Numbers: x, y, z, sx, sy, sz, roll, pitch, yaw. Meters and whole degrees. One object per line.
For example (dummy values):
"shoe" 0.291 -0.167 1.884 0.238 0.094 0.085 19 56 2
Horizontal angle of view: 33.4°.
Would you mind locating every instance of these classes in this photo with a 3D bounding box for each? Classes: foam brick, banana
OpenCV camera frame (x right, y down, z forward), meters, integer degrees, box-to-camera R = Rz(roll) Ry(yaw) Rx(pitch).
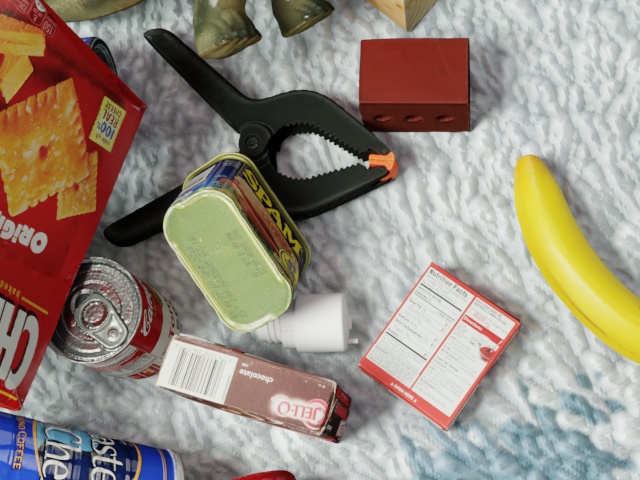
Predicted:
"foam brick" 0.066 -0.108 0.749 0.078 0.053 0.051 1 77 9
"banana" 0.190 0.026 0.711 0.198 0.037 0.069 42 68 14

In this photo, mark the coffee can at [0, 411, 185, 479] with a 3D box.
"coffee can" -0.168 0.165 0.661 0.140 0.103 0.103 18 78 -21

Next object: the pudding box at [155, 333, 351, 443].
"pudding box" -0.040 0.099 0.696 0.113 0.090 0.039 17 78 12

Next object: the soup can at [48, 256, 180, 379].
"soup can" -0.138 0.055 0.713 0.068 0.102 0.068 -2 76 7

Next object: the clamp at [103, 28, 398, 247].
"clamp" -0.049 -0.075 0.765 0.210 0.036 0.164 1 80 10

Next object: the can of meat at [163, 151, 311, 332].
"can of meat" -0.055 0.001 0.703 0.057 0.084 0.102 -31 103 14

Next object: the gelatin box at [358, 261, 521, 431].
"gelatin box" 0.080 0.071 0.716 0.073 0.030 0.089 34 83 15

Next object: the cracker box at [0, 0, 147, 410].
"cracker box" -0.197 -0.028 0.609 0.072 0.164 0.213 11 71 24
